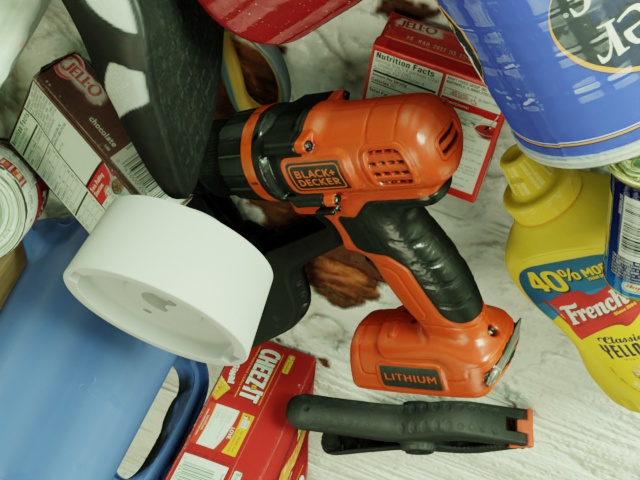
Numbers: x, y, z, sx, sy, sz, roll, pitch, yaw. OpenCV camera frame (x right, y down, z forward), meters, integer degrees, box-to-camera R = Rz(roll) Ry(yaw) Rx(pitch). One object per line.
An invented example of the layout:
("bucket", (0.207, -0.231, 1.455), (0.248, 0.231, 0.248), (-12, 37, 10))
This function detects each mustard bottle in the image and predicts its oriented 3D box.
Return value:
("mustard bottle", (0.156, 0.018, 0.578), (0.096, 0.058, 0.191), (-14, 128, 46))

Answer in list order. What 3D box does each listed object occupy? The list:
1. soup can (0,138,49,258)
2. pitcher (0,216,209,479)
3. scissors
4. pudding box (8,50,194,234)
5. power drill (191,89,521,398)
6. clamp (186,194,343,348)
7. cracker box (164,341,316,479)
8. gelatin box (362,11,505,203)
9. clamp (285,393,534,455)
("soup can", (-0.214, -0.027, 0.684), (0.068, 0.068, 0.102), (35, -175, -12))
("pitcher", (-0.172, 0.114, 0.726), (0.149, 0.242, 0.145), (14, 138, 7))
("scissors", (-0.076, -0.138, 0.556), (0.096, 0.016, 0.201), (1, 136, 29))
("pudding box", (-0.135, -0.047, 0.651), (0.113, 0.039, 0.090), (50, 149, 0))
("power drill", (0.017, 0.004, 0.589), (0.185, 0.057, 0.187), (0, 133, 40))
("clamp", (-0.055, 0.001, 0.694), (0.164, 0.036, 0.210), (26, 139, 1))
("cracker box", (-0.062, 0.202, 0.835), (0.072, 0.164, 0.214), (17, 142, 12))
("gelatin box", (0.059, -0.068, 0.553), (0.073, 0.030, 0.089), (21, 143, 8))
("clamp", (0.065, 0.137, 0.772), (0.171, 0.039, 0.120), (4, 165, 6))
